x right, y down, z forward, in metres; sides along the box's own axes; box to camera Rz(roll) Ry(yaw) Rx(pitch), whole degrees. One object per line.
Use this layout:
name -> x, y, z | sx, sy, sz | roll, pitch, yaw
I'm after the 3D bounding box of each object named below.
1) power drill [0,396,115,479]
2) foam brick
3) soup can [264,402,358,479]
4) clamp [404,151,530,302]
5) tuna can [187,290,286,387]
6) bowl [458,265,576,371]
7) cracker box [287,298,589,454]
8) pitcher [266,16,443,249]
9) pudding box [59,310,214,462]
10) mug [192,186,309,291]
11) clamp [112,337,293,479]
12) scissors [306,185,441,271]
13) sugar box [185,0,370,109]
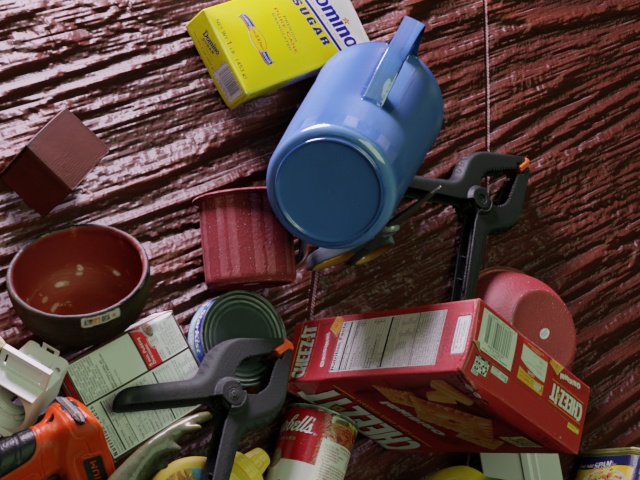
power drill -> -0.234, 0.208, 0.758 | 0.187, 0.057, 0.184 | -23, 117, -29
foam brick -> -0.219, -0.063, 0.877 | 0.051, 0.078, 0.053 | 45, 57, -13
soup can -> -0.012, 0.204, 0.939 | 0.068, 0.069, 0.102 | 30, 62, -23
clamp -> 0.153, -0.044, 1.140 | 0.164, 0.036, 0.209 | 52, 53, -8
tuna can -> -0.075, 0.089, 0.952 | 0.086, 0.034, 0.086 | 10, 71, -31
bowl -> 0.218, 0.100, 1.129 | 0.161, 0.055, 0.162 | 10, 71, -31
cracker box -> 0.096, 0.127, 0.926 | 0.164, 0.214, 0.072 | 37, 58, -33
pitcher -> 0.035, -0.095, 0.948 | 0.242, 0.145, 0.149 | -62, 134, -64
pudding box -> -0.155, 0.121, 0.889 | 0.113, 0.039, 0.090 | -28, 94, -34
mug -> -0.056, 0.001, 0.961 | 0.117, 0.093, 0.081 | 2, 79, -44
clamp -> -0.089, 0.128, 0.882 | 0.120, 0.039, 0.171 | 48, 46, -11
scissors -> 0.042, -0.006, 0.970 | 0.096, 0.202, 0.016 | -16, 77, -12
sugar box -> -0.037, -0.202, 1.057 | 0.175, 0.048, 0.093 | -28, 92, -35
